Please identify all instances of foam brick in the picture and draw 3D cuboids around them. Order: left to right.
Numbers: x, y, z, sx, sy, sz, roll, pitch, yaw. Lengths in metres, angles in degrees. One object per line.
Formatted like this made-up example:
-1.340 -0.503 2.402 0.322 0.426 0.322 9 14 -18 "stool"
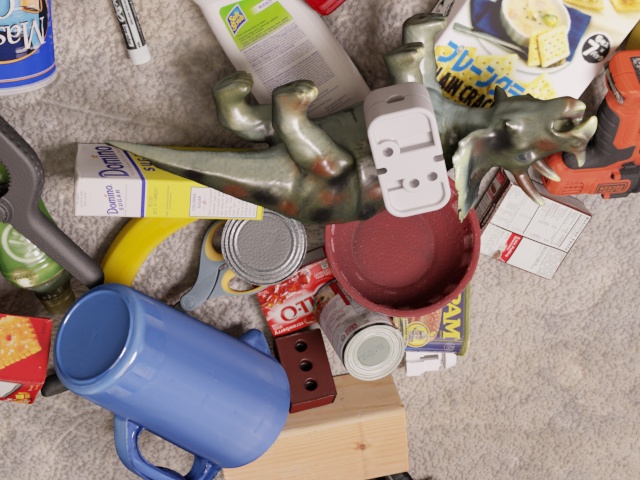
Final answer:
-0.017 0.142 1.159 0.053 0.078 0.051 -13 161 -8 "foam brick"

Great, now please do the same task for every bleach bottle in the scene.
-0.042 -0.196 0.986 0.102 0.068 0.250 -31 117 5 "bleach bottle"

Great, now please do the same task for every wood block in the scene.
-0.012 0.220 1.205 0.206 0.090 0.091 -9 119 -6 "wood block"

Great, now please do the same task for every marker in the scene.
-0.181 -0.219 0.970 0.020 0.020 0.121 -16 120 -3 "marker"

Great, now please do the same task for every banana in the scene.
-0.181 0.017 1.083 0.069 0.037 0.198 43 104 -9 "banana"

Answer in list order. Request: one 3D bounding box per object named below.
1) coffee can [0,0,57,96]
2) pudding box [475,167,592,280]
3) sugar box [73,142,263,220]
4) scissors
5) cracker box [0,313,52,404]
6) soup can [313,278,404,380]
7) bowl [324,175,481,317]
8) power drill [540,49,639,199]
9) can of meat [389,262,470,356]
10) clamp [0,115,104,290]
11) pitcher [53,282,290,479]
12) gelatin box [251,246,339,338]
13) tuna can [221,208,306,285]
-0.281 -0.206 0.908 0.102 0.103 0.140 -2 119 -10 "coffee can"
0.222 -0.016 1.150 0.113 0.039 0.090 20 112 -22 "pudding box"
-0.146 -0.058 1.022 0.176 0.093 0.048 3 115 -13 "sugar box"
-0.137 0.042 1.106 0.202 0.016 0.096 -23 98 1 "scissors"
-0.375 0.106 1.032 0.213 0.164 0.072 9 73 -16 "cracker box"
0.039 0.090 1.101 0.068 0.102 0.068 -8 118 -15 "soup can"
0.080 0.001 1.096 0.162 0.055 0.162 1 81 -7 "bowl"
0.329 -0.111 1.067 0.184 0.057 0.188 -6 147 -10 "power drill"
0.113 0.072 1.150 0.084 0.057 0.102 3 84 -9 "can of meat"
-0.280 -0.029 0.959 0.164 0.036 0.210 0 123 -7 "clamp"
-0.148 0.142 1.049 0.145 0.149 0.242 -32 143 16 "pitcher"
-0.022 0.056 1.146 0.089 0.030 0.073 -20 121 0 "gelatin box"
-0.057 0.001 1.077 0.086 0.034 0.086 0 95 -3 "tuna can"
